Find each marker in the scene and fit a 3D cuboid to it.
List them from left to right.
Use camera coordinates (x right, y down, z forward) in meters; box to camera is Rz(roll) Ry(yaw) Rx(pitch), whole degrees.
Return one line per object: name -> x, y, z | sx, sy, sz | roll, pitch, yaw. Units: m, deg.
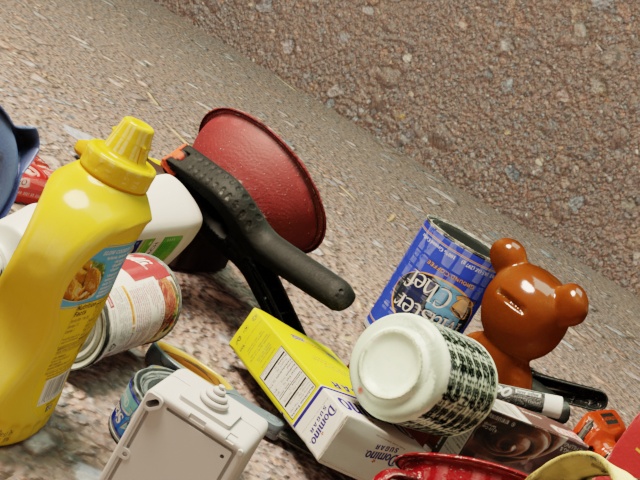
marker -> 0.141, 0.127, 0.890 | 0.121, 0.020, 0.020 | 12, 12, 4

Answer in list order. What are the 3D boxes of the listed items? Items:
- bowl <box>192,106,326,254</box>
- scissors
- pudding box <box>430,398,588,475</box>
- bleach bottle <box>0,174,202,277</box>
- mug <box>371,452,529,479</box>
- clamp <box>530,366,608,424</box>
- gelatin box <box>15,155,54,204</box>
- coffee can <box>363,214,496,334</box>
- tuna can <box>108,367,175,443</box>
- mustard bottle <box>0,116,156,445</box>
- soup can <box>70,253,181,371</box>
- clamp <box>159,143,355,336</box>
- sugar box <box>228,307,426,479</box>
bowl -> -0.072, -0.039, 0.975 | 0.162, 0.162, 0.055 | 35, 57, 22
scissors -> -0.048, 0.133, 0.766 | 0.202, 0.016, 0.096 | 32, 10, 12
pudding box -> 0.147, 0.179, 0.861 | 0.113, 0.090, 0.039 | 24, 12, -24
bleach bottle -> -0.188, 0.006, 0.804 | 0.068, 0.103, 0.250 | 52, 23, 7
mug -> 0.074, 0.178, 0.650 | 0.117, 0.081, 0.093 | 26, -26, -28
clamp -> 0.220, 0.157, 1.167 | 0.172, 0.039, 0.120 | 16, 4, 26
gelatin box -> -0.286, -0.067, 0.982 | 0.089, 0.030, 0.073 | 38, 15, 35
coffee can -> 0.126, 0.057, 1.175 | 0.102, 0.140, 0.103 | 28, 13, -7
tuna can -> -0.090, 0.119, 0.687 | 0.086, 0.034, 0.086 | 28, 13, -7
mustard bottle -> -0.143, 0.018, 0.595 | 0.058, 0.192, 0.096 | 31, 13, 7
soup can -> -0.150, 0.048, 0.740 | 0.068, 0.068, 0.102 | 33, 16, 14
clamp -> -0.056, 0.001, 0.902 | 0.210, 0.036, 0.165 | 52, -26, -1
sugar box -> 0.004, 0.121, 0.819 | 0.093, 0.048, 0.176 | 31, 3, -34
